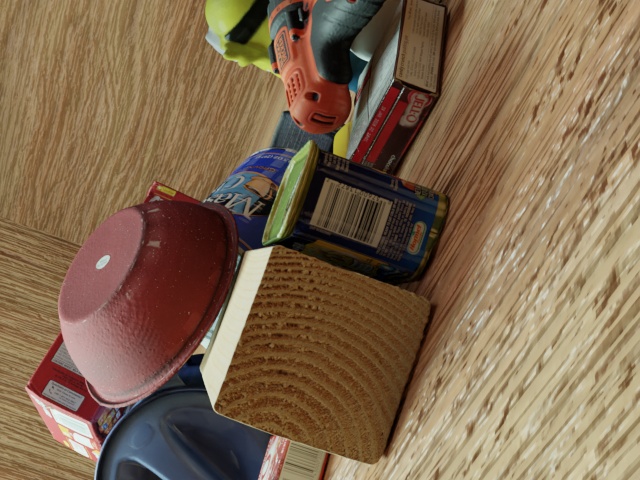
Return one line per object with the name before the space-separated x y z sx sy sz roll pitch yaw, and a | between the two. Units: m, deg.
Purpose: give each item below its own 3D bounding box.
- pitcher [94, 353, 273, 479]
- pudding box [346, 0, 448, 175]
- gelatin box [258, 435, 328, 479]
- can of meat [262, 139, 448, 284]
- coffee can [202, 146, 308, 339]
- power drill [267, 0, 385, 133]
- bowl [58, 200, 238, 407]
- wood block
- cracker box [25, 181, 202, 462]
pitcher | -0.097 0.149 0.840 0.243 0.145 0.149 -139 74 -85
pudding box | 0.056 -0.112 0.776 0.090 0.039 0.113 121 164 -45
gelatin box | -0.025 0.165 0.678 0.073 0.030 0.089 128 160 -68
can of meat | 0.018 -0.013 0.619 0.102 0.084 0.057 156 133 -80
coffee can | -0.056 0.001 0.858 0.140 0.103 0.103 -50 -10 -48
power drill | 0.017 -0.198 0.777 0.188 0.057 0.184 -57 35 43
bowl | -0.130 0.030 0.730 0.162 0.055 0.162 -33 38 29
wood block | -0.012 0.060 0.630 0.206 0.090 0.091 168 121 -82
cracker box | -0.167 0.077 0.942 0.213 0.072 0.164 -62 -7 -23
